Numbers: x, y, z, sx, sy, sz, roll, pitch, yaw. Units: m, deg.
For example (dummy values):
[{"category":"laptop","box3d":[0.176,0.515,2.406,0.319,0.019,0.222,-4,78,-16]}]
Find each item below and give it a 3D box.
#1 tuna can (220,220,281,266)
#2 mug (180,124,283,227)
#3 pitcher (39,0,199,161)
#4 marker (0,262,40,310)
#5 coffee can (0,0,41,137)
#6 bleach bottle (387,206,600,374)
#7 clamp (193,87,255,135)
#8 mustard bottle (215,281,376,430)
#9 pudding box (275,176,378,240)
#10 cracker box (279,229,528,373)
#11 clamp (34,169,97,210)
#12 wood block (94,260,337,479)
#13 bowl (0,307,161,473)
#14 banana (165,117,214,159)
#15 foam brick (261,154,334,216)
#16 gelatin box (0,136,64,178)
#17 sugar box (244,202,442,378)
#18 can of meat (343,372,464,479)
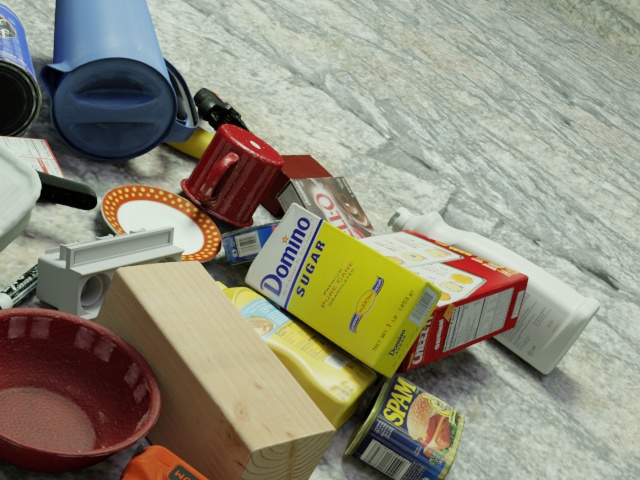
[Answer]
[{"category":"tuna can","box3d":[-0.057,0.001,1.093,0.085,0.086,0.034,-12,88,-50]},{"category":"mug","box3d":[-0.097,-0.072,1.156,0.093,0.081,0.117,36,16,11]},{"category":"pitcher","box3d":[-0.232,-0.207,1.211,0.145,0.149,0.243,-16,44,-1]},{"category":"marker","box3d":[-0.261,0.045,0.913,0.020,0.020,0.121,30,29,4]},{"category":"coffee can","box3d":[-0.352,-0.180,1.116,0.102,0.103,0.140,10,33,-30]},{"category":"bleach bottle","box3d":[0.186,0.039,1.220,0.251,0.103,0.068,38,25,16]},{"category":"clamp","box3d":[-0.109,-0.140,1.305,0.120,0.039,0.171,48,5,-21]},{"category":"mustard bottle","box3d":[-0.045,0.095,0.973,0.192,0.058,0.096,34,21,12]},{"category":"pudding box","box3d":[0.013,-0.017,1.204,0.089,0.039,0.113,-7,59,-47]},{"category":"cracker box","box3d":[0.089,0.056,1.104,0.164,0.072,0.213,23,23,35]},{"category":"clamp","box3d":[-0.327,-0.055,0.961,0.210,0.036,0.164,35,41,1]},{"category":"wood block","box3d":[-0.093,0.117,0.862,0.090,0.091,0.206,-4,41,-45]},{"category":"bowl","box3d":[-0.204,0.120,0.794,0.162,0.055,0.162,20,27,-11]},{"category":"banana","box3d":[-0.185,-0.147,1.276,0.198,0.037,0.069,38,32,18]},{"category":"foam brick","box3d":[-0.033,-0.066,1.257,0.078,0.053,0.051,-8,44,-46]},{"category":"gelatin box","box3d":[-0.305,-0.072,1.056,0.089,0.030,0.073,3,36,-37]},{"category":"sugar box","box3d":[0.017,0.043,0.989,0.176,0.093,0.048,30,-4,34]},{"category":"can of meat","box3d":[0.078,0.173,0.956,0.084,0.057,0.102,31,28,2]}]
